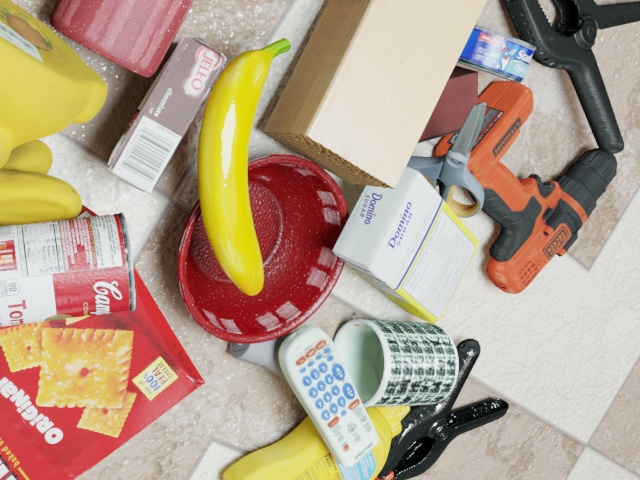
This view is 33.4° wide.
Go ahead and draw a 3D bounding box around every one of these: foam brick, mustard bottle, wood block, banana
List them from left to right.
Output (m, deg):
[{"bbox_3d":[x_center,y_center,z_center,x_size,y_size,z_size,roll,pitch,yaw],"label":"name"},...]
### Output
[{"bbox_3d":[-0.060,-0.056,0.793,0.069,0.037,0.198,4,97,-30],"label":"banana"},{"bbox_3d":[0.006,0.205,1.002,0.191,0.058,0.096,-32,118,-21],"label":"mustard bottle"},{"bbox_3d":[0.050,-0.154,0.844,0.090,0.090,0.206,28,85,-25],"label":"wood block"},{"bbox_3d":[0.092,-0.121,0.934,0.078,0.053,0.051,-18,118,-30],"label":"foam brick"}]

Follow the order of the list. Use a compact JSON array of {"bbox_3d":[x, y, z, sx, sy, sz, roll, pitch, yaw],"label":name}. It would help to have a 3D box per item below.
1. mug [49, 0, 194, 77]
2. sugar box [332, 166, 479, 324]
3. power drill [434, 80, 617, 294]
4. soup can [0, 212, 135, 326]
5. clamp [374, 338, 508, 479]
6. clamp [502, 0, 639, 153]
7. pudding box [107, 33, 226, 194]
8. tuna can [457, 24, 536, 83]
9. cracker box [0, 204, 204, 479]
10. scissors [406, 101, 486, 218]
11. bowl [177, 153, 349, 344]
[{"bbox_3d":[-0.130,-0.166,0.747,0.081,0.093,0.117,-61,166,7],"label":"mug"},{"bbox_3d":[0.079,0.005,0.944,0.093,0.048,0.176,-62,146,-7],"label":"sugar box"},{"bbox_3d":[0.203,-0.064,1.031,0.184,0.057,0.187,-49,127,-13],"label":"power drill"},{"bbox_3d":[-0.179,0.020,0.713,0.102,0.068,0.068,-7,113,-15],"label":"soup can"},{"bbox_3d":[0.115,0.177,1.079,0.171,0.039,0.120,-34,123,-19],"label":"clamp"},{"bbox_3d":[0.248,-0.203,1.012,0.209,0.036,0.164,35,71,-31],"label":"clamp"},{"bbox_3d":[-0.112,-0.092,0.777,0.039,0.090,0.113,31,91,-11],"label":"pudding box"},{"bbox_3d":[0.141,-0.166,0.929,0.086,0.086,0.034,11,103,-37],"label":"tuna can"},{"bbox_3d":[-0.215,0.102,0.797,0.213,0.072,0.164,-36,125,-17],"label":"cracker box"},{"bbox_3d":[0.097,-0.072,0.899,0.201,0.096,0.016,67,42,-63],"label":"scissors"},{"bbox_3d":[-0.056,0.001,0.878,0.161,0.055,0.162,-14,116,-30],"label":"bowl"}]
